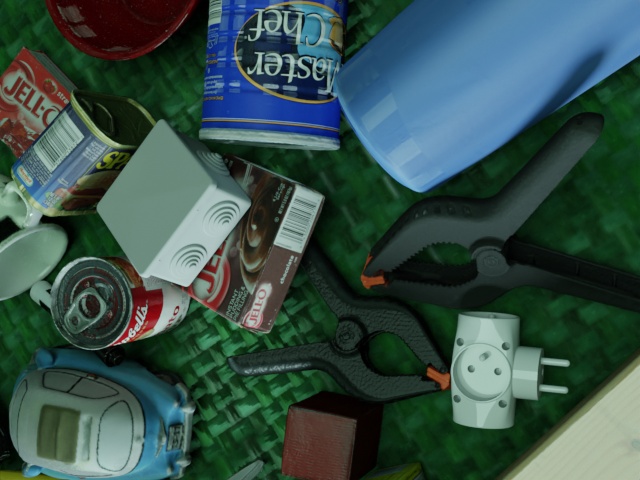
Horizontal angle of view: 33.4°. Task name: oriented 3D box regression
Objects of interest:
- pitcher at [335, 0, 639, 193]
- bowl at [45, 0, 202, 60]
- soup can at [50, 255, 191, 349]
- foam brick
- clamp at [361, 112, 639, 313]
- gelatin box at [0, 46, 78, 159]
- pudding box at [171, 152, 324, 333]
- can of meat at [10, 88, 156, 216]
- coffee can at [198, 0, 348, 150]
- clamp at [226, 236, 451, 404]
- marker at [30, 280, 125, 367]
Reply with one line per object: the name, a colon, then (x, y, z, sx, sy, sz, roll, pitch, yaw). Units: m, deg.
pitcher: (0.128, -0.149, 0.711, 0.243, 0.149, 0.145, -37, 99, 20)
bowl: (-0.139, -0.216, 0.825, 0.162, 0.055, 0.162, 0, 90, 29)
soup can: (-0.150, 0.044, 0.818, 0.069, 0.102, 0.068, 0, 91, 19)
foam brick: (0.010, 0.144, 0.778, 0.053, 0.078, 0.051, 9, 93, 19)
clamp: (0.120, -0.006, 0.726, 0.210, 0.036, 0.164, -6, 127, 25)
gelatin box: (-0.232, -0.104, 0.881, 0.089, 0.030, 0.073, 46, 104, 12)
pudding box: (-0.055, 0.001, 0.795, 0.090, 0.039, 0.113, 26, 92, 44)
can of meat: (-0.179, -0.065, 0.826, 0.084, 0.102, 0.057, -43, 77, 17)
coffee can: (-0.032, -0.139, 0.772, 0.103, 0.102, 0.140, 5, 93, 19)
clamp: (0.021, 0.061, 0.793, 0.171, 0.039, 0.120, 14, 93, 14)
marker: (-0.195, 0.067, 0.855, 0.121, 0.020, 0.020, 32, 102, 38)
